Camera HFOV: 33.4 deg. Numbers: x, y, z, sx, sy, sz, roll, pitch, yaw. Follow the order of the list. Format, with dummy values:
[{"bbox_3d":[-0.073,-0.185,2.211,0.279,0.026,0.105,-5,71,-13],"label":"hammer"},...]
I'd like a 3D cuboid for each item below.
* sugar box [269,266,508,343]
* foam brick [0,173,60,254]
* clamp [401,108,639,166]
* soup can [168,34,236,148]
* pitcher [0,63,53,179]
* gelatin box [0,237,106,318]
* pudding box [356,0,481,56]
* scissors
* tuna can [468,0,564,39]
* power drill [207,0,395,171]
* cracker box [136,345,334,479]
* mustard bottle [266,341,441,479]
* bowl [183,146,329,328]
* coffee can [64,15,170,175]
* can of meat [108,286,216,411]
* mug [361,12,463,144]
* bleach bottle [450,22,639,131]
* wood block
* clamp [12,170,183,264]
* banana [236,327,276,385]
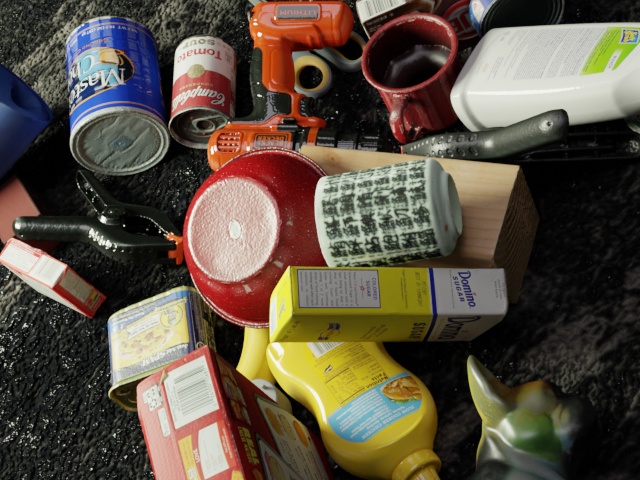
[{"bbox_3d":[0.052,0.053,0.857,0.176,0.093,0.048,3,71,-12],"label":"sugar box"},{"bbox_3d":[-0.317,-0.022,1.139,0.051,0.053,0.078,-39,54,-2],"label":"foam brick"},{"bbox_3d":[0.167,-0.080,0.937,0.210,0.164,0.036,-6,83,45],"label":"clamp"},{"bbox_3d":[-0.123,-0.157,1.125,0.069,0.068,0.102,-12,56,17],"label":"soup can"},{"bbox_3d":[-0.407,-0.084,1.156,0.243,0.149,0.145,-49,44,11],"label":"pitcher"},{"bbox_3d":[-0.269,0.037,1.070,0.089,0.073,0.030,22,72,33],"label":"gelatin box"},{"bbox_3d":[0.102,-0.218,1.048,0.113,0.090,0.039,-20,53,13],"label":"pudding box"},{"bbox_3d":[-0.036,-0.211,1.150,0.202,0.016,0.096,26,74,34],"label":"scissors"},{"bbox_3d":[0.186,-0.220,1.015,0.086,0.086,0.034,-26,52,7],"label":"tuna can"},{"bbox_3d":[-0.012,-0.147,1.057,0.184,0.057,0.187,3,66,9],"label":"power drill"},{"bbox_3d":[-0.043,0.197,0.788,0.072,0.213,0.164,-28,54,8],"label":"cracker box"},{"bbox_3d":[0.040,0.139,0.880,0.096,0.058,0.192,-27,52,-16],"label":"mustard bottle"},{"bbox_3d":[-0.061,-0.006,0.913,0.162,0.055,0.162,-4,81,26],"label":"bowl"},{"bbox_3d":[-0.219,-0.155,1.144,0.103,0.102,0.140,-20,55,12],"label":"coffee can"},{"bbox_3d":[-0.147,0.100,0.989,0.102,0.057,0.084,-21,53,11],"label":"can of meat"},{"bbox_3d":[0.092,-0.145,1.013,0.093,0.081,0.117,4,63,26],"label":"mug"},{"bbox_3d":[0.234,-0.138,0.908,0.251,0.068,0.102,9,62,50],"label":"bleach bottle"},{"bbox_3d":[0.075,-0.016,0.939,0.206,0.090,0.090,8,65,27],"label":"wood block"},{"bbox_3d":[-0.210,-0.022,1.085,0.171,0.039,0.120,16,43,9],"label":"clamp"},{"bbox_3d":[-0.062,0.080,0.961,0.037,0.069,0.197,-29,42,46],"label":"banana"}]
